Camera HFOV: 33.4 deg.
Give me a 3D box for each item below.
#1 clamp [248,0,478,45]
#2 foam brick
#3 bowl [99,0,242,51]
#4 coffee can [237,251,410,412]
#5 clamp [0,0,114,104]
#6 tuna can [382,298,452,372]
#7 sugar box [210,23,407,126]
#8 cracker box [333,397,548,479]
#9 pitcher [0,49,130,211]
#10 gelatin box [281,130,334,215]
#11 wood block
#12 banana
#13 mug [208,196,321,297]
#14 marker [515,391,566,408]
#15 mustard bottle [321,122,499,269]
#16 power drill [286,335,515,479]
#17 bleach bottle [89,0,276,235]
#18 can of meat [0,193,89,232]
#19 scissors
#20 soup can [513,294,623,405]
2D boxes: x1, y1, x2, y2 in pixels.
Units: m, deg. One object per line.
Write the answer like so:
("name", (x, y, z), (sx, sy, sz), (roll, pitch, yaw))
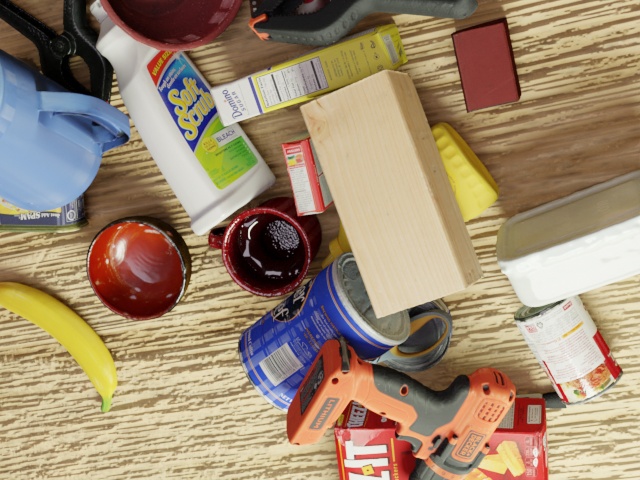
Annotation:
("clamp", (0.035, -0.228, 0.971), (0.210, 0.036, 0.164), (-28, 61, 13))
("foam brick", (0.158, -0.167, 1.015), (0.051, 0.053, 0.078), (-10, 102, 16))
("bowl", (-0.154, -0.265, 1.038), (0.161, 0.055, 0.162), (-5, 99, -29))
("coffee can", (0.003, 0.091, 1.047), (0.140, 0.102, 0.103), (-39, 93, 27))
("clamp", (-0.259, -0.215, 1.110), (0.120, 0.039, 0.171), (-29, 102, 26))
("tuna can", (0.094, 0.092, 1.110), (0.086, 0.033, 0.086), (4, 106, 13))
("sugar box", (-0.010, -0.160, 1.036), (0.176, 0.093, 0.048), (-19, 99, 18))
("cracker box", (0.129, 0.248, 1.113), (0.214, 0.072, 0.164), (-1, 114, 13))
("pitcher", (-0.291, -0.113, 0.996), (0.145, 0.243, 0.149), (40, 88, 9))
("gelatin box", (-0.007, -0.070, 1.061), (0.030, 0.089, 0.073), (-9, 102, 17))
("wood block", (0.068, -0.044, 0.990), (0.091, 0.090, 0.206), (-21, 88, 21))
("banana", (-0.293, 0.108, 1.206), (0.070, 0.037, 0.198), (-42, 92, 19))
("mug", (-0.057, 0.001, 1.097), (0.117, 0.081, 0.093), (4, 106, 12))
("marker", (0.200, 0.170, 1.113), (0.121, 0.020, 0.020), (-7, 103, 15))
("mustard bottle", (0.077, -0.025, 1.070), (0.192, 0.058, 0.096), (-38, 92, 20))
("power drill", (0.066, 0.177, 1.005), (0.187, 0.057, 0.185), (18, 118, -16))
("bleach bottle", (-0.153, -0.135, 1.074), (0.251, 0.102, 0.068), (55, 139, -4))
("can of meat", (-0.307, -0.055, 1.156), (0.102, 0.057, 0.084), (1, 103, 13))
("scissors", (0.038, 0.108, 1.100), (0.202, 0.016, 0.096), (-26, 96, 19))
("soup can", (0.245, 0.103, 1.059), (0.069, 0.068, 0.102), (-29, 96, 19))
